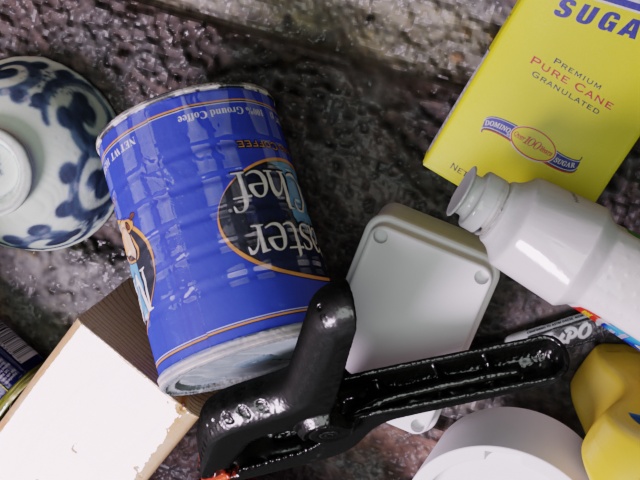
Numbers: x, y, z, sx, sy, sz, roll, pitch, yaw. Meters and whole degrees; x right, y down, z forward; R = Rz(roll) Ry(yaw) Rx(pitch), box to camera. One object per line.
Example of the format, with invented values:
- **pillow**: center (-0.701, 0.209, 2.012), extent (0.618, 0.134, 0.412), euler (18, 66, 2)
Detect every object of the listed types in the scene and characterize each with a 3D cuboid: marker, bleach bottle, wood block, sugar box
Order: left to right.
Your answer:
- **wood block**: center (-0.154, 0.136, 0.656), extent (0.090, 0.090, 0.206), euler (39, 107, 0)
- **marker**: center (0.139, 0.054, 0.616), extent (0.121, 0.020, 0.020), euler (-19, 99, 15)
- **sugar box**: center (0.138, -0.095, 0.567), extent (0.093, 0.048, 0.176), euler (30, 109, 1)
- **bleach bottle**: center (0.178, 0.034, 0.544), extent (0.250, 0.102, 0.068), euler (29, 95, -5)

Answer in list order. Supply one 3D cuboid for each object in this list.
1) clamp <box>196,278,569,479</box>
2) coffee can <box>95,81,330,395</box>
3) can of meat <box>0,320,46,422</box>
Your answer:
- **clamp**: center (-0.002, 0.078, 0.539), extent (0.210, 0.164, 0.036), euler (-28, 56, 32)
- **coffee can**: center (-0.054, 0.001, 0.574), extent (0.103, 0.102, 0.140), euler (-21, 75, 15)
- **can of meat**: center (-0.233, 0.091, 0.679), extent (0.084, 0.057, 0.102), euler (41, 107, 2)
